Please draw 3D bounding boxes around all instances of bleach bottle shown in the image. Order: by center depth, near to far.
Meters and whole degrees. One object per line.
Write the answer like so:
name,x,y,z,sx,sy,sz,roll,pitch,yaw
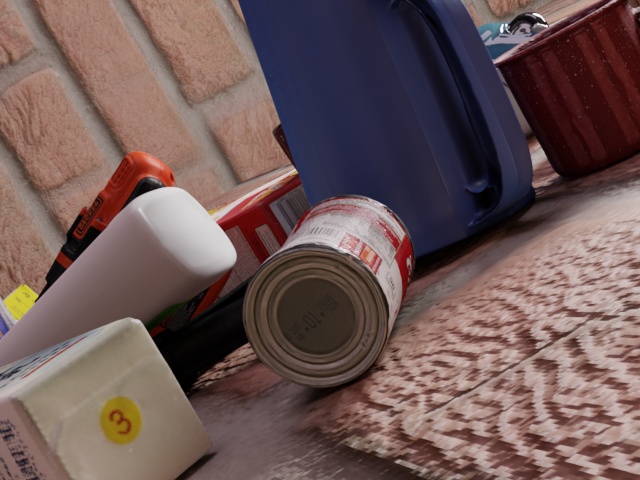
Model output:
bleach bottle,-0.170,0.072,0.675,0.251,0.068,0.102,-41,-2,16

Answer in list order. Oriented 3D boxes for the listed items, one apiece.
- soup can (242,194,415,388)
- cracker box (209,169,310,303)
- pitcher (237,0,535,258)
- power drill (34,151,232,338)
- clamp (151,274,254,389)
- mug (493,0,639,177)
soup can,0.007,0.021,0.511,0.069,0.068,0.102,-27,8,16
cracker box,-0.056,0.001,0.889,0.214,0.072,0.163,-24,8,42
pitcher,0.031,-0.110,0.630,0.149,0.243,0.144,-20,8,21
power drill,-0.150,0.031,0.798,0.184,0.057,0.188,-59,34,1
clamp,-0.087,0.070,0.662,0.171,0.039,0.120,-30,0,3
mug,0.169,-0.096,0.627,0.117,0.081,0.093,-27,7,19
